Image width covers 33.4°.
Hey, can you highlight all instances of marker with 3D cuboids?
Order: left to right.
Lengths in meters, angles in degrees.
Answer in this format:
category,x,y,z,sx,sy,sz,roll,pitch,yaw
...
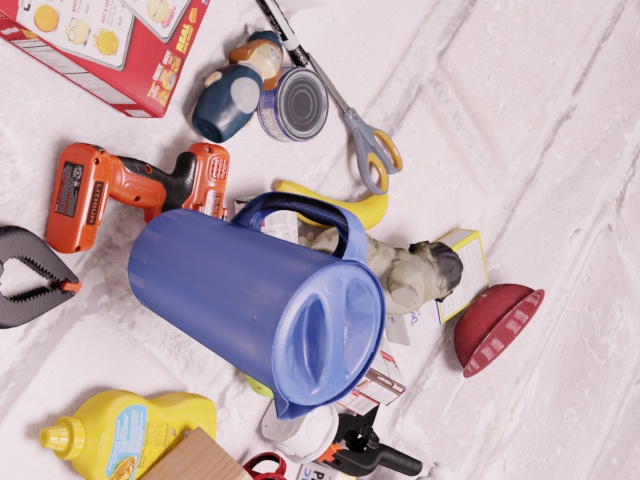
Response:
category,x,y,z,sx,sy,sz,roll,pitch,yaw
marker,-0.045,-0.243,1.195,0.020,0.020,0.121,-53,128,-28

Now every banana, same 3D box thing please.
category,x,y,z,sx,sy,sz,roll,pitch,yaw
banana,0.022,-0.041,1.279,0.197,0.037,0.069,-6,69,-48

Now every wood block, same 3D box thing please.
category,x,y,z,sx,sy,sz,roll,pitch,yaw
wood block,-0.155,0.297,1.047,0.206,0.090,0.090,-42,136,-16

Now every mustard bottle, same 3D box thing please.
category,x,y,z,sx,sy,sz,roll,pitch,yaw
mustard bottle,-0.193,0.198,1.066,0.191,0.058,0.096,12,92,-46

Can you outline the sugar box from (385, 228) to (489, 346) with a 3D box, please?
category,x,y,z,sx,sy,sz,roll,pitch,yaw
sugar box,0.150,0.059,1.411,0.175,0.048,0.093,-27,113,-36

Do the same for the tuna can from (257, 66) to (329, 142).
category,x,y,z,sx,sy,sz,roll,pitch,yaw
tuna can,-0.030,-0.154,1.210,0.085,0.034,0.086,-6,99,-45

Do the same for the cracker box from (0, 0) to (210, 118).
category,x,y,z,sx,sy,sz,roll,pitch,yaw
cracker box,-0.211,-0.234,0.991,0.213,0.072,0.164,32,72,-42

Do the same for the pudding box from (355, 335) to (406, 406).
category,x,y,z,sx,sy,sz,roll,pitch,yaw
pudding box,0.049,0.133,1.275,0.039,0.113,0.089,-42,134,17

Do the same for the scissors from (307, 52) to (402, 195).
category,x,y,z,sx,sy,sz,roll,pitch,yaw
scissors,0.038,-0.129,1.279,0.201,0.016,0.096,40,48,-39

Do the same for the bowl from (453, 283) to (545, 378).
category,x,y,z,sx,sy,sz,roll,pitch,yaw
bowl,0.233,0.112,1.462,0.162,0.055,0.162,-39,158,-19

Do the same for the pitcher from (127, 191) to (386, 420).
category,x,y,z,sx,sy,sz,roll,pitch,yaw
pitcher,-0.064,0.040,0.974,0.149,0.243,0.145,-37,129,-29

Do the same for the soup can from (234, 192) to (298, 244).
category,x,y,z,sx,sy,sz,roll,pitch,yaw
soup can,-0.058,0.001,1.176,0.068,0.069,0.102,-14,104,-44

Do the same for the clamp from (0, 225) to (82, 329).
category,x,y,z,sx,sy,sz,roll,pitch,yaw
clamp,-0.305,0.019,0.947,0.209,0.036,0.164,3,93,-48

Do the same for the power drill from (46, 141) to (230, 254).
category,x,y,z,sx,sy,sz,roll,pitch,yaw
power drill,-0.177,-0.017,1.062,0.187,0.057,0.184,7,93,-47

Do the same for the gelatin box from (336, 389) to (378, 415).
category,x,y,z,sx,sy,sz,roll,pitch,yaw
gelatin box,0.025,0.161,1.275,0.030,0.073,0.089,-38,136,18

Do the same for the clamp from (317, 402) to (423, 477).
category,x,y,z,sx,sy,sz,roll,pitch,yaw
clamp,0.059,0.250,1.287,0.120,0.039,0.171,51,31,14
